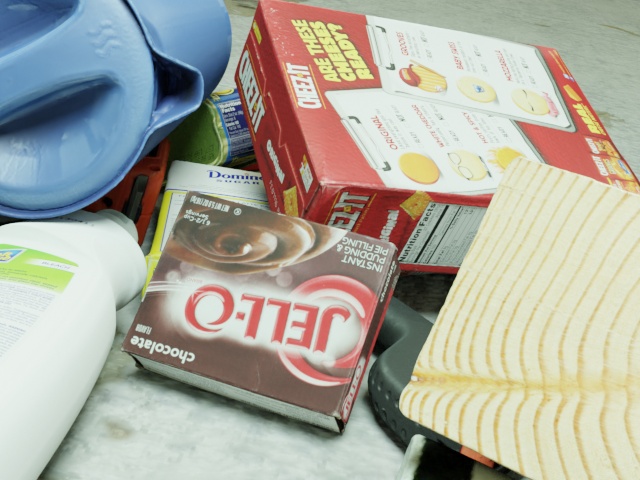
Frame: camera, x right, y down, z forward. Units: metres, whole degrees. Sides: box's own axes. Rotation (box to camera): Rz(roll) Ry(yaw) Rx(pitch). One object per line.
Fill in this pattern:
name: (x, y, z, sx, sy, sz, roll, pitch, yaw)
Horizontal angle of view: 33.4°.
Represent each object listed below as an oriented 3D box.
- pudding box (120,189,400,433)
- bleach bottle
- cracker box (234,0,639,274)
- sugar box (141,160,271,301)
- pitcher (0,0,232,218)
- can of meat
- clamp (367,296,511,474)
pudding box: (-0.027, 0.034, 0.521, 0.113, 0.090, 0.039, 14, -23, 15)
bleach bottle: (-0.131, 0.044, 0.456, 0.102, 0.068, 0.250, 11, 24, 10)
cracker box: (0.069, -0.057, 0.639, 0.213, 0.072, 0.164, 4, 44, -22)
sugar box: (-0.054, 0.001, 0.649, 0.093, 0.048, 0.176, 8, 18, -6)
pitcher: (-0.136, -0.107, 0.600, 0.149, 0.145, 0.242, 48, 16, -7)
can of meat: (-0.079, -0.076, 0.776, 0.102, 0.057, 0.083, -16, 4, 41)
clamp: (0.083, 0.065, 0.557, 0.164, 0.036, 0.210, 6, 19, -5)
